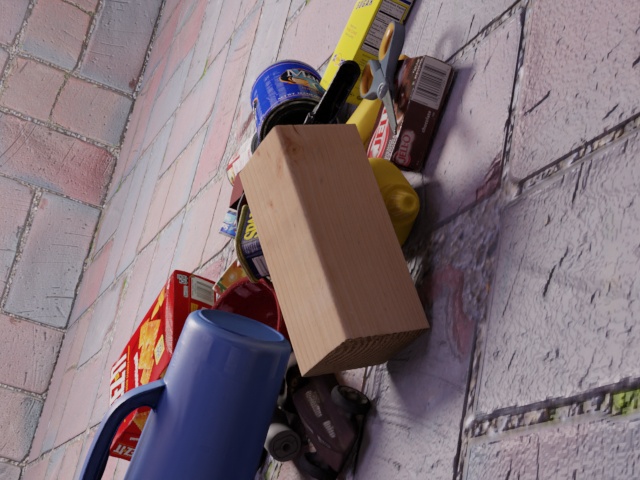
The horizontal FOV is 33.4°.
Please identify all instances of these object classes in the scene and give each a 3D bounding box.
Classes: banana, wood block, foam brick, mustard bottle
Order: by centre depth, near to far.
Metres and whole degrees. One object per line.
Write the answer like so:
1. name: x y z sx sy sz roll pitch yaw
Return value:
1. wood block: 0.008 0.007 0.957 0.090 0.090 0.206 -46 56 51
2. mustard bottle: 0.047 -0.032 1.049 0.192 0.058 0.096 178 87 -69
3. banana: 0.045 -0.132 1.207 0.198 0.037 0.069 -46 32 52
4. foam brick: -0.074 -0.060 1.410 0.053 0.078 0.051 -32 40 62

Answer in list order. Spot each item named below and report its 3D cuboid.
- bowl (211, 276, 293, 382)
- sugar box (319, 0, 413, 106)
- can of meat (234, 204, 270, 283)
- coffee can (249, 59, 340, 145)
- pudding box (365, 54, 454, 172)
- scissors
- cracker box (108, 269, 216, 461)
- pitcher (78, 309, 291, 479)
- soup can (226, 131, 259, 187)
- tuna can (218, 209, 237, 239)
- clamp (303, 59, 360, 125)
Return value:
1. bowl: -0.075 0.122 1.186 0.162 0.055 0.162 -32 45 40
2. sugar box: 0.060 -0.252 1.273 0.093 0.048 0.176 -125 56 -68
3. can of meat: -0.041 -0.008 1.171 0.084 0.057 0.102 -17 31 16
4. coffee can: -0.034 -0.159 1.356 0.103 0.102 0.140 -63 20 23
5. pudding box: 0.087 -0.127 1.077 0.113 0.039 0.090 -70 17 0
6. scissors: 0.072 -0.168 1.069 0.202 0.016 0.096 -118 49 -72
7. cracker box: -0.213 0.168 1.415 0.214 0.072 0.164 -53 27 32
8. pitcher: -0.125 0.193 1.054 0.145 0.149 0.243 22 97 27
9. soup can: -0.085 -0.112 1.512 0.102 0.068 0.068 -34 40 60
10. tuna can: -0.086 -0.010 1.381 0.034 0.086 0.086 -69 18 -1
11. clamp: 0.003 -0.137 1.215 0.120 0.039 0.171 -60 8 -7
